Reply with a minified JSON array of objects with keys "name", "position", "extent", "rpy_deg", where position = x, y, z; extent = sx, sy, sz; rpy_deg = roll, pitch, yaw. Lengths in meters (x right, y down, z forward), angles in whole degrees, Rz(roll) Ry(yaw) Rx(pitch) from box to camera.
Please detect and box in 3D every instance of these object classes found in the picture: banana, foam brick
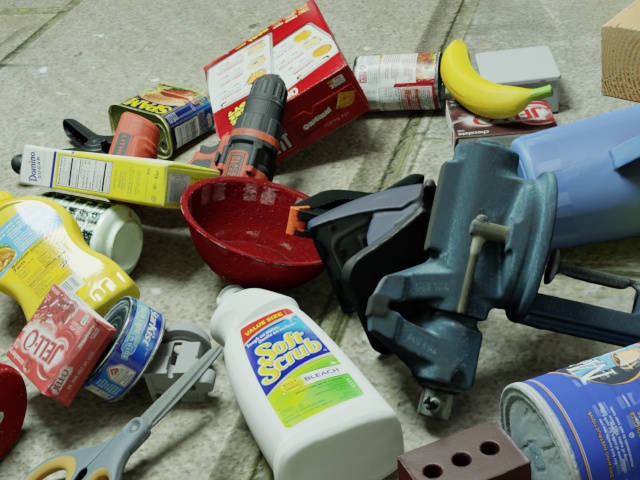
[{"name":"banana","position":[0.175,-0.174,1.180],"extent":[0.069,0.037,0.198],"rpy_deg":[-23,34,-14]},{"name":"foam brick","position":[0.098,0.168,0.730],"extent":[0.078,0.051,0.053],"rpy_deg":[-19,33,-15]}]

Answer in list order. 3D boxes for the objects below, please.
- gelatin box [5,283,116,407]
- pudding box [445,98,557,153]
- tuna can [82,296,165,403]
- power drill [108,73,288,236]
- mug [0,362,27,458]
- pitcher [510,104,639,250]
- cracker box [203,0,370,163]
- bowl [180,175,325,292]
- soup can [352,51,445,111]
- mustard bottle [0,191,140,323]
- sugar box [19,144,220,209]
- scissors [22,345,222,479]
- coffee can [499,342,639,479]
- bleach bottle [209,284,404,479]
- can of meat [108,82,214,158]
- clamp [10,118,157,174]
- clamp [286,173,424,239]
[{"name":"gelatin box","position":[-0.213,0.084,0.872],"extent":[0.089,0.030,0.073],"rpy_deg":[27,82,52]},{"name":"pudding box","position":[0.198,-0.124,1.171],"extent":[0.113,0.039,0.090],"rpy_deg":[-7,33,4]},{"name":"tuna can","position":[-0.167,0.090,0.887],"extent":[0.086,0.033,0.086],"rpy_deg":[-45,24,26]},{"name":"power drill","position":[-0.131,-0.094,1.122],"extent":[0.188,0.057,0.184],"rpy_deg":[5,69,29]},{"name":"mug","position":[-0.291,0.126,0.838],"extent":[0.082,0.117,0.093],"rpy_deg":[10,66,19]},{"name":"pitcher","position":[0.301,-0.069,0.969],"extent":[0.243,0.149,0.145],"rpy_deg":[-12,32,1]},{"name":"cracker box","position":[-0.045,-0.179,1.246],"extent":[0.164,0.072,0.214],"rpy_deg":[-30,33,8]},{"name":"bowl","position":[-0.057,0.001,0.995],"extent":[0.162,0.055,0.162],"rpy_deg":[14,27,-7]},{"name":"soup can","position":[0.094,-0.188,1.269],"extent":[0.102,0.068,0.068],"rpy_deg":[0,33,14]},{"name":"mustard bottle","position":[-0.258,0.016,0.977],"extent":[0.096,0.058,0.192],"rpy_deg":[-44,67,-8]},{"name":"sugar box","position":[-0.198,-0.061,1.051],"extent":[0.176,0.048,0.093],"rpy_deg":[7,2,27]},{"name":"scissors","position":[-0.161,0.151,0.823],"extent":[0.096,0.016,0.201],"rpy_deg":[4,45,31]},{"name":"coffee can","position":[0.207,0.126,0.722],"extent":[0.140,0.103,0.103],"rpy_deg":[-17,33,-12]},{"name":"bleach bottle","position":[-0.034,0.106,0.851],"extent":[0.102,0.068,0.251],"rpy_deg":[-20,32,-18]},{"name":"can of meat","position":[-0.189,-0.147,1.286],"extent":[0.102,0.057,0.083],"rpy_deg":[18,38,34]},{"name":"clamp","position":[-0.264,-0.107,1.258],"extent":[0.171,0.039,0.120],"rpy_deg":[7,40,12]},{"name":"clamp","position":[0.068,-0.019,0.997],"extent":[0.209,0.036,0.165],"rpy_deg":[-7,27,-37]}]
